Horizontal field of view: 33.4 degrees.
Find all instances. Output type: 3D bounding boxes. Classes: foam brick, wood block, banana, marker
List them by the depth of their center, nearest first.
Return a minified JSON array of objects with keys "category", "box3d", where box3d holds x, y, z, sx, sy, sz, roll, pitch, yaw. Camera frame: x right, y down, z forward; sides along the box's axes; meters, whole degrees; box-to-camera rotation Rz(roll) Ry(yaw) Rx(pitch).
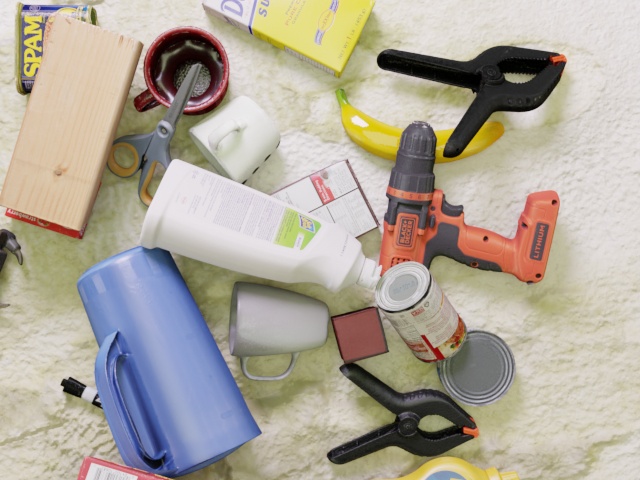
[{"category":"wood block","box3d":[-0.263,-0.126,1.131,0.090,0.090,0.206,18,96,-9]},{"category":"foam brick","box3d":[0.043,0.103,1.182,0.053,0.078,0.051,-15,88,-2]},{"category":"banana","box3d":[0.107,-0.120,1.205,0.198,0.037,0.069,13,91,0]},{"category":"marker","box3d":[-0.238,0.186,1.207,0.121,0.020,0.020,25,89,0]}]

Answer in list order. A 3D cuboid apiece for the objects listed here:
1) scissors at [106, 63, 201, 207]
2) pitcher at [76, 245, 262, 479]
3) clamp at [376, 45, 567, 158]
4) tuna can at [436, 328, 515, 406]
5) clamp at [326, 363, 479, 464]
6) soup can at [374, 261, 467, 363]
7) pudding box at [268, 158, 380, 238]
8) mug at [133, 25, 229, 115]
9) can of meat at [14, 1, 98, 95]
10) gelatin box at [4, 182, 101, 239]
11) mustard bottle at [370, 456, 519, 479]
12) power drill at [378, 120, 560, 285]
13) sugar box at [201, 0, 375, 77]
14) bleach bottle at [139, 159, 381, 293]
[{"category":"scissors","box3d":[-0.185,-0.123,1.155,0.096,0.016,0.202,26,129,12]},{"category":"pitcher","box3d":[-0.174,0.132,1.144,0.145,0.149,0.243,-24,84,-13]},{"category":"clamp","box3d":[0.184,-0.164,1.173,0.209,0.036,0.164,-10,53,-16]},{"category":"tuna can","box3d":[0.175,0.142,1.204,0.086,0.034,0.086,0,89,0]},{"category":"clamp","box3d":[0.091,0.192,1.195,0.171,0.039,0.120,-2,111,-3]},{"category":"soup can","box3d":[0.109,0.079,1.163,0.068,0.069,0.102,-38,130,-1]},{"category":"pudding box","box3d":[-0.001,-0.030,1.203,0.113,0.039,0.090,-26,92,2]},{"category":"mug","box3d":[-0.154,-0.176,1.181,0.117,0.081,0.093,-35,90,-1]},{"category":"can of meat","box3d":[-0.294,-0.213,1.194,0.084,0.057,0.102,0,90,-4]},{"category":"gelatin box","box3d":[-0.301,-0.048,1.204,0.089,0.030,0.073,19,89,0]},{"category":"mustard bottle","box3d":[0.130,0.295,1.190,0.191,0.058,0.096,-18,91,-1]},{"category":"power drill","box3d":[0.164,-0.031,1.181,0.187,0.057,0.184,9,107,1]},{"category":"sugar box","box3d":[-0.036,-0.265,1.202,0.176,0.048,0.093,26,89,-1]},{"category":"bleach bottle","box3d":[-0.057,0.001,1.138,0.250,0.068,0.102,21,51,-3]}]
